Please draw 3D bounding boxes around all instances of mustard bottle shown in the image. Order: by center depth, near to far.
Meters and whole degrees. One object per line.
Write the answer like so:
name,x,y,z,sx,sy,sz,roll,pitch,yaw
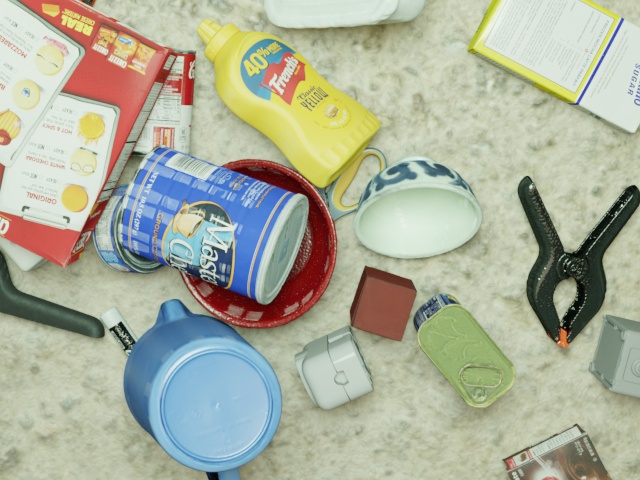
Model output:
mustard bottle,-0.040,-0.140,1.001,0.191,0.058,0.096,41,51,4

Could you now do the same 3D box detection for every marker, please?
marker,-0.179,0.120,1.071,0.020,0.020,0.121,-34,96,4

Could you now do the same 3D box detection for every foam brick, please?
foam brick,0.060,0.060,1.033,0.051,0.078,0.053,18,97,-1

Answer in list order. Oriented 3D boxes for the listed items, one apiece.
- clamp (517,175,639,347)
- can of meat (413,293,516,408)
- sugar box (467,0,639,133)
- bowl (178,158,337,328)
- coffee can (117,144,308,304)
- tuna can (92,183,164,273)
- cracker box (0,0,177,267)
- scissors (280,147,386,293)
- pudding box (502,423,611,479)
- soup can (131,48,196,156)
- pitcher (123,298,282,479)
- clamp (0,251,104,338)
clamp,0.236,0.016,1.046,0.120,0.039,0.171,14,98,0
can of meat,0.137,0.103,1.035,0.057,0.084,0.102,-40,96,5
sugar box,0.240,-0.182,1.017,0.176,0.048,0.093,27,97,-7
bowl,-0.057,0.001,1.028,0.162,0.055,0.162,2,96,14
coffee can,-0.094,-0.015,0.952,0.140,0.102,0.103,20,97,11
tuna can,-0.174,-0.011,1.020,0.034,0.085,0.086,3,100,40
cracker box,-0.246,-0.109,0.949,0.164,0.072,0.214,27,97,0
scissors,-0.018,-0.022,1.054,0.096,0.016,0.202,41,96,-3
pudding box,0.248,0.254,1.077,0.090,0.039,0.113,-28,96,4
soup can,-0.155,-0.132,1.014,0.068,0.068,0.102,5,98,-1
pitcher,-0.102,0.145,0.954,0.149,0.243,0.145,32,82,-9
clamp,-0.340,0.072,1.057,0.164,0.036,0.210,-44,93,5
